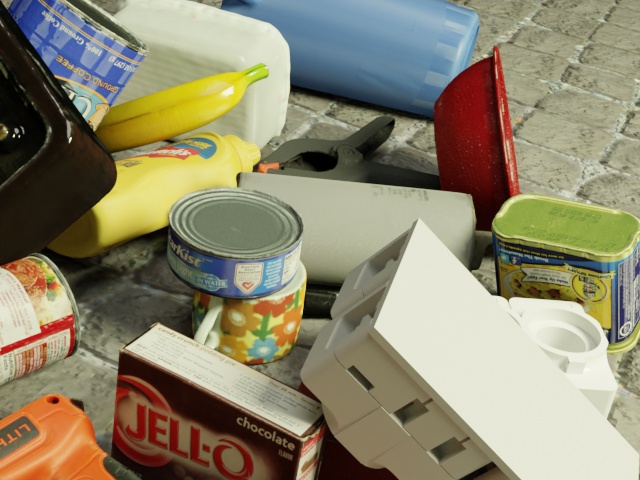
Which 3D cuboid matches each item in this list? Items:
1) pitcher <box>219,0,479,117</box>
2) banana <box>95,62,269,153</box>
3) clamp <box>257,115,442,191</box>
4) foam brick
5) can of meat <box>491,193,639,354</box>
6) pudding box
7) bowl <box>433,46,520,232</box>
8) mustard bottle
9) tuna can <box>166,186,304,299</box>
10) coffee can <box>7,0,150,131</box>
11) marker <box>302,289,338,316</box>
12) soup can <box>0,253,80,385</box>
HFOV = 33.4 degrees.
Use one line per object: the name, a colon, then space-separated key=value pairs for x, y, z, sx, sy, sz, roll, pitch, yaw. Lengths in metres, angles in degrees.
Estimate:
pitcher: x=0.027 y=-0.202 z=1.052 sx=0.243 sy=0.145 sz=0.149 roll=18 pitch=45 yaw=8
banana: x=-0.135 y=-0.094 z=0.837 sx=0.198 sy=0.037 sz=0.069 roll=-13 pitch=7 yaw=25
clamp: x=0.021 y=-0.067 z=0.901 sx=0.171 sy=0.039 sz=0.120 roll=-1 pitch=32 yaw=-23
foam brick: x=0.019 y=0.117 z=0.594 sx=0.078 sy=0.051 sz=0.053 roll=15 pitch=33 yaw=10
can of meat: x=0.168 y=0.021 z=0.726 sx=0.102 sy=0.084 sz=0.057 roll=13 pitch=43 yaw=30
pudding box: x=-0.055 y=0.106 z=0.556 sx=0.114 sy=0.090 sz=0.039 roll=21 pitch=33 yaw=19
bowl: x=0.123 y=-0.067 z=0.834 sx=0.055 sy=0.162 sz=0.162 roll=-7 pitch=29 yaw=13
mustard bottle: x=-0.118 y=-0.042 z=0.805 sx=0.096 sy=0.058 sz=0.191 roll=4 pitch=20 yaw=43
tuna can: x=-0.054 y=0.001 z=0.677 sx=0.086 sy=0.034 sz=0.086 roll=6 pitch=31 yaw=-4
coffee can: x=-0.208 y=-0.113 z=0.794 sx=0.102 sy=0.140 sz=0.103 roll=35 pitch=9 yaw=-7
marker: x=0.042 y=0.047 z=0.742 sx=0.121 sy=0.020 sz=0.020 roll=4 pitch=32 yaw=-6
soup can: x=-0.202 y=0.055 z=0.625 sx=0.102 sy=0.068 sz=0.069 roll=-22 pitch=43 yaw=-39
